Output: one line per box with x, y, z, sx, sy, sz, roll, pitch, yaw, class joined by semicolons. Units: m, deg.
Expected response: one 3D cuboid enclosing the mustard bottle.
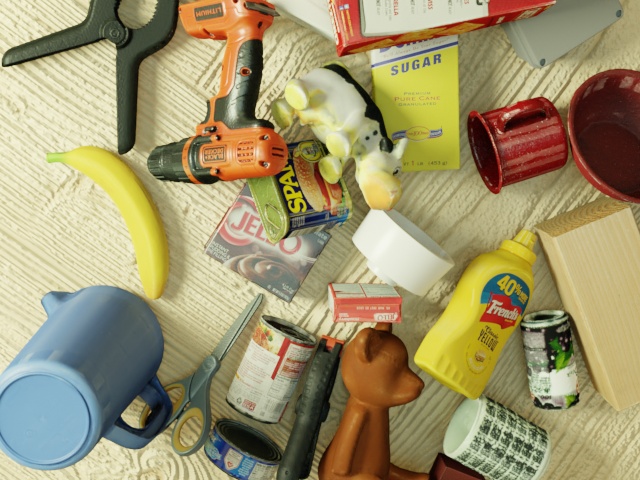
0.182;0.073;1.167;0.096;0.058;0.191;37;80;-38;mustard bottle

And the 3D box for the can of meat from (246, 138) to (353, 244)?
-0.023;-0.055;1.126;0.083;0.058;0.102;-12;73;-27;can of meat

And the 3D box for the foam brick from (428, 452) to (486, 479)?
0.146;0.291;1.216;0.053;0.051;0.078;24;96;-6;foam brick

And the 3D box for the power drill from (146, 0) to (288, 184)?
-0.109;-0.151;1.104;0.185;0.057;0.187;-1;88;38;power drill

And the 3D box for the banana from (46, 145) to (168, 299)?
-0.211;-0.031;1.156;0.070;0.037;0.198;-32;98;20;banana

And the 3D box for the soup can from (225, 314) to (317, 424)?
-0.055;0.142;1.173;0.068;0.068;0.102;24;97;-7;soup can

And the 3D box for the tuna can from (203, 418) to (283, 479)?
-0.085;0.233;1.177;0.086;0.086;0.034;27;98;-7;tuna can

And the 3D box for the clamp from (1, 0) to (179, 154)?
-0.209;-0.207;1.126;0.164;0.036;0.210;44;94;-8;clamp

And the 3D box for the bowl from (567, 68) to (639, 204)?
0.327;-0.101;1.143;0.162;0.055;0.162;6;67;-13;bowl

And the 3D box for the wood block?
0.320;0.067;1.172;0.091;0.090;0.206;-23;100;0;wood block

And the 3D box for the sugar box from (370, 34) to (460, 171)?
0.101;-0.164;1.146;0.093;0.048;0.176;-3;100;-1;sugar box

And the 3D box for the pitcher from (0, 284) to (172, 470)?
-0.237;0.143;1.074;0.149;0.243;0.145;2;102;2;pitcher

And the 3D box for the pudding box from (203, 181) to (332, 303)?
-0.058;0.002;1.166;0.113;0.039;0.090;31;95;-8;pudding box

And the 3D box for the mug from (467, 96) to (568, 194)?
0.211;-0.111;1.130;0.081;0.117;0.093;-17;59;-6;mug

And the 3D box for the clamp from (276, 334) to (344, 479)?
-0.012;0.190;1.161;0.039;0.120;0.171;13;92;3;clamp

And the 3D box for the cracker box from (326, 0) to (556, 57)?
0.105;-0.284;1.049;0.213;0.072;0.164;-12;91;-5;cracker box

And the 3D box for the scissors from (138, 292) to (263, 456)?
-0.116;0.156;1.176;0.202;0.016;0.096;-42;59;4;scissors

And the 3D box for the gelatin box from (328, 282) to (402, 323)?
0.047;0.068;1.156;0.073;0.089;0.030;0;99;-4;gelatin box
